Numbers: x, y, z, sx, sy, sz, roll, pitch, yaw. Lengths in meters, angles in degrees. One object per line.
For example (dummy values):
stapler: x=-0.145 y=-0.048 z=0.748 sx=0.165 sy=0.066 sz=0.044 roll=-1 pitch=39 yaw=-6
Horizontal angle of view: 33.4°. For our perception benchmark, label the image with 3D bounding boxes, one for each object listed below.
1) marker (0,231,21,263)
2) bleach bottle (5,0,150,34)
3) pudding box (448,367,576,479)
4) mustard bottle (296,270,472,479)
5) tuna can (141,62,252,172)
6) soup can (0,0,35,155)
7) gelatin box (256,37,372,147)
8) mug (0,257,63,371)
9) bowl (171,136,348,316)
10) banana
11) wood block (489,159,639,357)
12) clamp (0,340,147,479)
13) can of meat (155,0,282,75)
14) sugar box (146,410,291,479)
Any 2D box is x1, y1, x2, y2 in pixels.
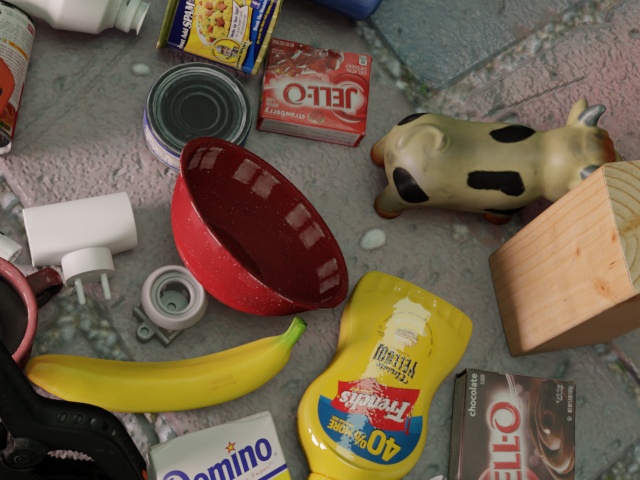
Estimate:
marker: x=-0.275 y=-0.023 z=0.789 sx=0.121 sy=0.020 sz=0.020 roll=36 pitch=68 yaw=0
bleach bottle: x=-0.253 y=-0.228 z=0.832 sx=0.250 sy=0.068 sz=0.102 roll=22 pitch=37 yaw=-11
pudding box: x=0.146 y=0.159 z=0.815 sx=0.090 sy=0.039 sz=0.113 roll=8 pitch=71 yaw=-10
mustard bottle: x=0.036 y=0.124 z=0.792 sx=0.096 sy=0.058 sz=0.191 roll=28 pitch=69 yaw=-3
tuna can: x=-0.097 y=-0.097 z=0.845 sx=0.086 sy=0.034 sz=0.086 roll=4 pitch=72 yaw=-12
soup can: x=-0.256 y=-0.123 z=0.800 sx=0.068 sy=0.069 sz=0.102 roll=9 pitch=70 yaw=-10
gelatin box: x=-0.004 y=-0.122 z=0.876 sx=0.089 sy=0.030 sz=0.073 roll=9 pitch=71 yaw=-10
mug: x=-0.232 y=0.055 z=0.740 sx=0.117 sy=0.082 sz=0.093 roll=-35 pitch=83 yaw=-20
bowl: x=-0.055 y=0.001 z=0.787 sx=0.162 sy=0.055 sz=0.162 roll=37 pitch=26 yaw=-22
banana: x=-0.107 y=0.094 z=0.768 sx=0.197 sy=0.069 sz=0.037 roll=-9 pitch=31 yaw=-9
wood block: x=0.209 y=0.017 z=0.786 sx=0.090 sy=0.206 sz=0.090 roll=-6 pitch=74 yaw=-14
clamp: x=-0.207 y=0.133 z=0.704 sx=0.209 sy=0.165 sz=0.036 roll=39 pitch=27 yaw=-37
can of meat: x=-0.075 y=-0.185 z=0.835 sx=0.084 sy=0.102 sz=0.057 roll=17 pitch=46 yaw=-9
sugar box: x=-0.055 y=0.217 z=0.748 sx=0.093 sy=0.048 sz=0.176 roll=-15 pitch=78 yaw=-17
